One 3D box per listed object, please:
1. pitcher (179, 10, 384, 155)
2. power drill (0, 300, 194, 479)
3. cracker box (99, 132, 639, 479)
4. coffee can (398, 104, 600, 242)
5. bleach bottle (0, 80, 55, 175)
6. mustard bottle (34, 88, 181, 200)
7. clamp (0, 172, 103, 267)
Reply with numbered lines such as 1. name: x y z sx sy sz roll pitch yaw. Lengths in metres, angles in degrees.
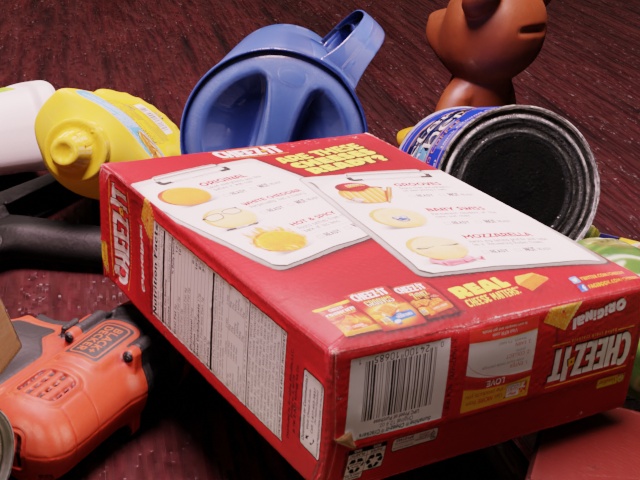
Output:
1. pitcher: -0.025 -0.112 0.854 0.149 0.145 0.243 -3 19 1
2. power drill: -0.158 0.043 0.566 0.188 0.057 0.184 13 24 21
3. cracker box: 0.013 0.019 0.496 0.163 0.072 0.214 -9 26 -32
4. coffee can: 0.110 -0.038 0.704 0.102 0.103 0.140 2 6 -7
5. bleach bottle: -0.317 -0.061 0.761 0.250 0.068 0.103 -16 10 -33
6. mustard bottle: -0.147 -0.065 0.743 0.096 0.058 0.191 43 8 -1
7. clamp: -0.222 -0.012 0.713 0.209 0.036 0.165 -4 22 -28
